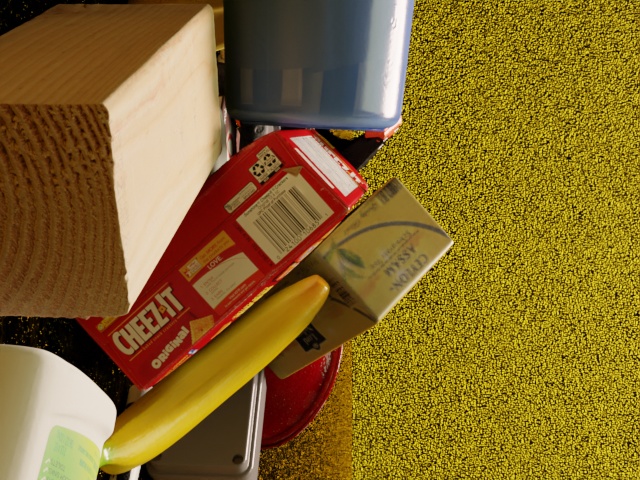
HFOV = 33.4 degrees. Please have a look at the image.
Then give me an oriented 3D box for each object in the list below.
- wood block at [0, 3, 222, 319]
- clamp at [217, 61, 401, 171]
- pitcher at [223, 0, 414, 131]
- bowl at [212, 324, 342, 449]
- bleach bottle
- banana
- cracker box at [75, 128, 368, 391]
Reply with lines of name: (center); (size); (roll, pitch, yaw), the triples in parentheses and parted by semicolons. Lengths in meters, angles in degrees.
wood block: (-0.110, -0.049, 0.500); (0.206, 0.091, 0.090); (-77, 166, -67)
clamp: (-0.014, -0.078, 0.834); (0.039, 0.172, 0.120); (-48, 136, -36)
pitcher: (-0.006, -0.189, 0.630); (0.145, 0.149, 0.243); (-140, -127, -79)
bowl: (-0.057, 0.093, 0.911); (0.055, 0.162, 0.162); (26, 56, -41)
bleach bottle: (-0.134, 0.171, 0.398); (0.102, 0.068, 0.251); (75, 18, -65)
banana: (-0.073, 0.091, 0.685); (0.037, 0.197, 0.070); (54, -26, -5)
cracker box: (-0.055, 0.001, 0.705); (0.072, 0.164, 0.213); (48, 8, -1)
